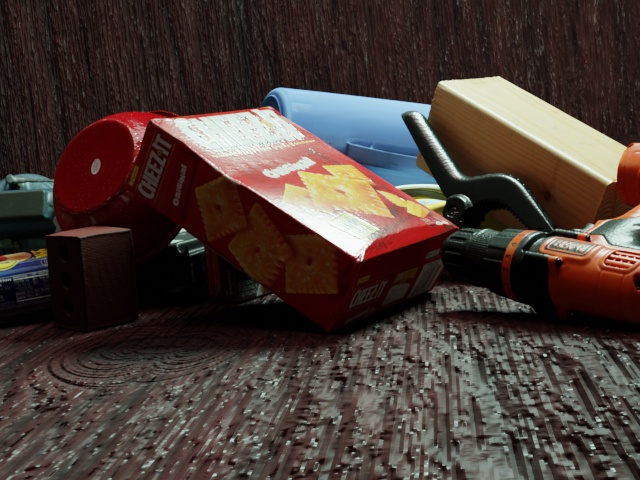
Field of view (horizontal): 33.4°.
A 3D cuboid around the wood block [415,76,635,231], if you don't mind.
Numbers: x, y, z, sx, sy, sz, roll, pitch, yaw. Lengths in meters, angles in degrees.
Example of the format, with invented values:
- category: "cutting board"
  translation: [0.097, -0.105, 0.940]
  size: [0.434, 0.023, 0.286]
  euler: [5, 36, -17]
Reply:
- category: "wood block"
  translation: [0.193, -0.065, 0.963]
  size: [0.090, 0.091, 0.206]
  euler: [-11, 37, -37]

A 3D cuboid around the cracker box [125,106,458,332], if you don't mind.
- category: "cracker box"
  translation: [-0.018, -0.027, 0.845]
  size: [0.214, 0.072, 0.163]
  euler: [35, 26, 24]

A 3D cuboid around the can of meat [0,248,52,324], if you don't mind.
- category: "can of meat"
  translation: [-0.261, 0.039, 0.940]
  size: [0.083, 0.057, 0.102]
  euler: [-10, 7, -18]

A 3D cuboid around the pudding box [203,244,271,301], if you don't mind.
- category: "pudding box"
  translation: [-0.056, 0.001, 0.954]
  size: [0.039, 0.090, 0.113]
  euler: [-1, 7, 34]

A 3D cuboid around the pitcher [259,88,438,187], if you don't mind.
- category: "pitcher"
  translation: [0.054, -0.102, 1.214]
  size: [0.242, 0.145, 0.149]
  euler: [6, -33, -23]

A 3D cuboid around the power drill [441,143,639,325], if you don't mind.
- category: "power drill"
  translation: [0.205, -0.008, 0.777]
  size: [0.187, 0.057, 0.185]
  euler: [-34, 30, -31]

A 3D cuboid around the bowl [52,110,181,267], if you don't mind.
- category: "bowl"
  translation: [-0.182, -0.054, 0.940]
  size: [0.162, 0.162, 0.055]
  euler: [-1, -23, 32]

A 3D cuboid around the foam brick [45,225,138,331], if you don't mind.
- category: "foam brick"
  translation: [-0.186, 0.030, 0.868]
  size: [0.051, 0.078, 0.053]
  euler: [-9, 8, -42]

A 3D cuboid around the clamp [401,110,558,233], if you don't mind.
- category: "clamp"
  translation: [0.123, -0.030, 0.935]
  size: [0.210, 0.164, 0.036]
  euler: [11, -9, 39]
